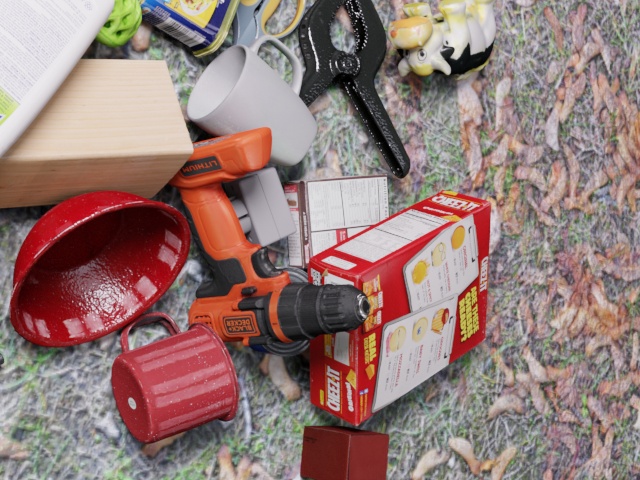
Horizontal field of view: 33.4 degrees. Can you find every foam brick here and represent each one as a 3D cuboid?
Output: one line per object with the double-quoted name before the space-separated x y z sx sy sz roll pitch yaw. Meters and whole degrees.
"foam brick" 0.024 0.211 1.047 0.051 0.078 0.053 8 84 -36

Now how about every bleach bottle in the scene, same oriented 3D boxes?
"bleach bottle" -0.243 -0.112 0.737 0.102 0.068 0.250 40 51 -16

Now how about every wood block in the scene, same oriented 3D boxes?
"wood block" -0.218 -0.084 0.841 0.205 0.090 0.091 -6 70 -37

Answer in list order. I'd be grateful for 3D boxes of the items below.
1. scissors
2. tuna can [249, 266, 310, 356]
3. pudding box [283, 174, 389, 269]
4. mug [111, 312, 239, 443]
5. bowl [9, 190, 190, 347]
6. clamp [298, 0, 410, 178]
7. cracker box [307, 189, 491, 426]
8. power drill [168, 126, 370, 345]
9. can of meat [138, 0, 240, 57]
"scissors" -0.086 -0.191 1.005 0.201 0.016 0.096 -49 116 -27
"tuna can" -0.041 0.068 1.026 0.085 0.034 0.086 0 89 -37
"pudding box" 0.019 -0.019 1.070 0.113 0.039 0.090 -6 93 -40
"mug" -0.134 0.116 0.929 0.081 0.093 0.117 -17 70 -32
"bowl" -0.188 0.013 0.871 0.162 0.055 0.162 -29 150 -19
"clamp" 0.029 -0.165 1.067 0.164 0.036 0.210 15 77 -22
"cracker box" 0.080 0.060 1.059 0.213 0.072 0.164 -27 126 -42
"power drill" -0.056 0.001 0.921 0.057 0.185 0.187 -32 110 -55
"can of meat" -0.119 -0.230 0.954 0.083 0.058 0.102 28 73 -32
